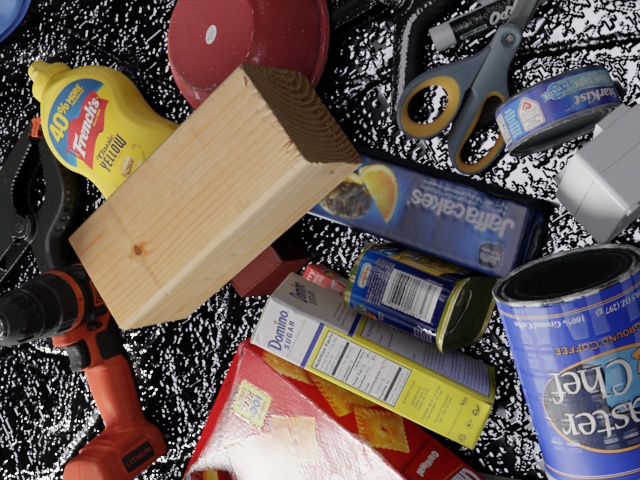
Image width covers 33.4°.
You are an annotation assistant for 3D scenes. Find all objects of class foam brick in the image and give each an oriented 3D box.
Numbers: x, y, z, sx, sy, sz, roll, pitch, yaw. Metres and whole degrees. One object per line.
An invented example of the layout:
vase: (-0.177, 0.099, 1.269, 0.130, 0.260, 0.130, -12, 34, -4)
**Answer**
foam brick: (-0.056, 0.001, 0.880, 0.051, 0.052, 0.078, -40, 76, 21)

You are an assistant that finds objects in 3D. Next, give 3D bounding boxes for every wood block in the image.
wood block: (-0.082, -0.030, 0.808, 0.206, 0.090, 0.091, -40, 74, 25)

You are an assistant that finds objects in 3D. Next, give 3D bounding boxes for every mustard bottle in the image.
mustard bottle: (-0.189, -0.097, 0.936, 0.192, 0.058, 0.096, 41, 112, 19)

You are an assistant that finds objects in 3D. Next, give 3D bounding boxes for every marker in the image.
marker: (0.138, -0.173, 0.786, 0.121, 0.020, 0.020, -24, 81, 8)

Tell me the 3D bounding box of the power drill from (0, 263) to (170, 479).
power drill: (-0.197, 0.113, 0.889, 0.057, 0.184, 0.187, -7, 98, 25)

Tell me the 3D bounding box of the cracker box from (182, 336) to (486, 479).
cracker box: (0.004, 0.191, 0.824, 0.214, 0.071, 0.164, 38, 122, 22)

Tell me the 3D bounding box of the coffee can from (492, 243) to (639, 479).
coffee can: (0.185, 0.085, 0.724, 0.103, 0.102, 0.140, -13, 103, 25)

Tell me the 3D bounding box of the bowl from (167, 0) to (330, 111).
bowl: (-0.072, -0.164, 0.864, 0.162, 0.055, 0.162, -1, 88, 36)

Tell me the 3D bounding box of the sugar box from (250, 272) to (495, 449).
sugar box: (0.042, 0.086, 0.789, 0.176, 0.093, 0.048, 23, 102, 5)

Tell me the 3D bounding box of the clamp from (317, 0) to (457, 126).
clamp: (0.052, -0.188, 0.832, 0.120, 0.039, 0.171, 29, 104, 18)

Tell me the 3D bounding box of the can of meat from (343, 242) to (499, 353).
can of meat: (0.076, 0.039, 0.794, 0.084, 0.102, 0.057, 22, 101, 25)

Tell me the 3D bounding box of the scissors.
scissors: (0.116, -0.145, 0.778, 0.096, 0.016, 0.202, 10, 113, -5)

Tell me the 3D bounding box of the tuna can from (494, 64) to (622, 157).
tuna can: (0.168, -0.091, 0.755, 0.086, 0.086, 0.034, -24, 80, 24)

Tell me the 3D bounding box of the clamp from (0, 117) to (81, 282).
clamp: (-0.257, -0.005, 0.980, 0.165, 0.036, 0.210, 17, 96, 28)
